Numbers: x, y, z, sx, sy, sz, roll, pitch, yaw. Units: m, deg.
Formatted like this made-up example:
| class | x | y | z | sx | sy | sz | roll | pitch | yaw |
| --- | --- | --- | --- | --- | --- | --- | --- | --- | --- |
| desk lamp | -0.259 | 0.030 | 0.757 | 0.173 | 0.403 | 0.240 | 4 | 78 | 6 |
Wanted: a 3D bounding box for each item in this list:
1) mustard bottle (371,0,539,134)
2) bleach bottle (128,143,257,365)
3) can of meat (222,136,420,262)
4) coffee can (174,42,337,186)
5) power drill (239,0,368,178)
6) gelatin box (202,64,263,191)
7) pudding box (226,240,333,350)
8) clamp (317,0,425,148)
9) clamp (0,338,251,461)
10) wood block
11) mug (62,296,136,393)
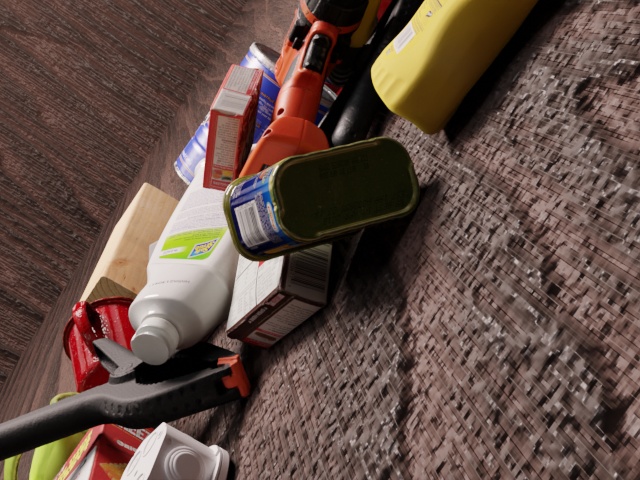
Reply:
| class | x | y | z | sx | sy | sz | roll | pitch | yaw |
| --- | --- | --- | --- | --- | --- | --- | --- | --- | --- |
| mustard bottle | 0.108 | -0.161 | 0.661 | 0.192 | 0.058 | 0.096 | -52 | 14 | 22 |
| bleach bottle | -0.093 | 0.011 | 0.853 | 0.103 | 0.068 | 0.250 | -12 | 28 | 26 |
| can of meat | 0.000 | -0.026 | 0.671 | 0.102 | 0.057 | 0.084 | -15 | 0 | -24 |
| coffee can | -0.059 | -0.101 | 1.015 | 0.140 | 0.102 | 0.103 | -55 | 14 | 14 |
| power drill | -0.006 | -0.126 | 0.829 | 0.185 | 0.057 | 0.187 | 120 | 168 | -57 |
| gelatin box | -0.070 | -0.092 | 0.868 | 0.089 | 0.030 | 0.073 | -76 | -2 | -56 |
| pudding box | -0.026 | 0.009 | 0.758 | 0.090 | 0.039 | 0.113 | -42 | 32 | 50 |
| clamp | 0.041 | -0.139 | 0.891 | 0.171 | 0.039 | 0.120 | -61 | 17 | -11 |
| clamp | -0.147 | 0.115 | 0.790 | 0.210 | 0.036 | 0.164 | -7 | 21 | 37 |
| wood block | -0.221 | 0.033 | 1.310 | 0.091 | 0.090 | 0.206 | -50 | 17 | 31 |
| mug | -0.193 | 0.104 | 0.985 | 0.093 | 0.117 | 0.081 | -26 | 38 | -1 |
